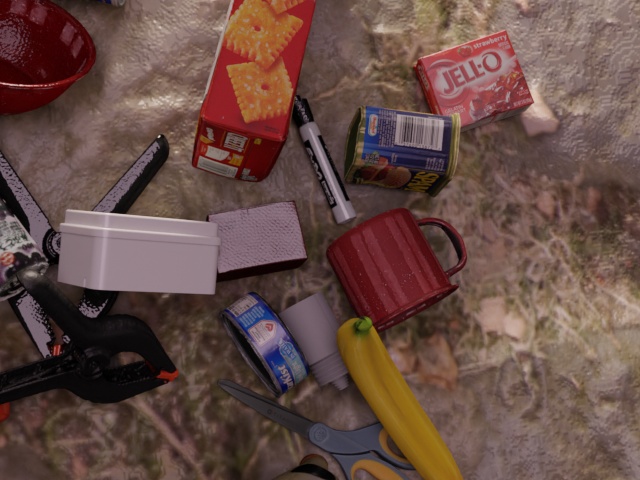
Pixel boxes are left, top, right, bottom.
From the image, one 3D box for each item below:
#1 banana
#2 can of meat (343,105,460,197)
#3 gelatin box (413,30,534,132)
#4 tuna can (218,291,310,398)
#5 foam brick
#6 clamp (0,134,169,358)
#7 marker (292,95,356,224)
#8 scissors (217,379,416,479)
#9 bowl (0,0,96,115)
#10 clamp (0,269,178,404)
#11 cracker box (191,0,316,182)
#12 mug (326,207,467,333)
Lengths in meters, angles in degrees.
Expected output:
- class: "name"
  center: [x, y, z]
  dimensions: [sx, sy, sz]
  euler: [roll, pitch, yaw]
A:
- class: "banana"
  center: [0.059, 0.131, 0.865]
  dimensions: [0.037, 0.070, 0.197]
  euler: [-32, 114, -1]
- class: "can of meat"
  center: [0.067, -0.077, 0.909]
  dimensions: [0.084, 0.102, 0.057]
  euler: [7, 80, -4]
- class: "gelatin box"
  center: [0.138, -0.141, 0.964]
  dimensions: [0.089, 0.030, 0.073]
  euler: [-19, 83, -10]
- class: "tuna can"
  center: [-0.045, 0.085, 0.874]
  dimensions: [0.033, 0.086, 0.086]
  euler: [-35, 86, -14]
- class: "foam brick"
  center: [-0.056, 0.001, 0.904]
  dimensions: [0.078, 0.051, 0.053]
  euler: [-9, 81, -9]
- class: "clamp"
  center: [-0.223, -0.001, 0.890]
  dimensions: [0.164, 0.036, 0.210]
  euler: [9, 79, -6]
- class: "marker"
  center: [0.000, -0.072, 0.940]
  dimensions: [0.020, 0.020, 0.121]
  euler: [-22, 84, -11]
- class: "scissors"
  center: [0.017, 0.155, 0.906]
  dimensions: [0.202, 0.016, 0.096]
  euler: [43, 76, 1]
- class: "bowl"
  center: [-0.270, -0.152, 0.877]
  dimensions: [0.162, 0.055, 0.162]
  euler: [17, 35, -13]
- class: "clamp"
  center: [-0.194, 0.096, 0.838]
  dimensions: [0.171, 0.039, 0.120]
  euler: [29, 107, -40]
- class: "cracker box"
  center: [-0.044, -0.168, 0.877]
  dimensions: [0.072, 0.164, 0.213]
  euler: [16, 79, -6]
- class: "mug"
  center: [0.067, 0.020, 0.898]
  dimensions: [0.117, 0.093, 0.081]
  euler: [-26, 80, -10]
